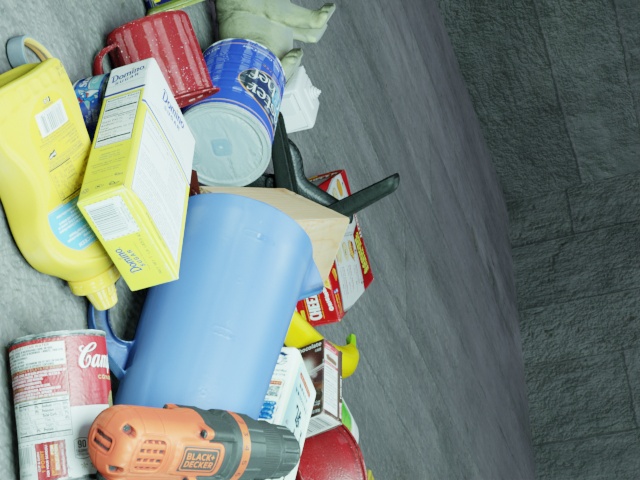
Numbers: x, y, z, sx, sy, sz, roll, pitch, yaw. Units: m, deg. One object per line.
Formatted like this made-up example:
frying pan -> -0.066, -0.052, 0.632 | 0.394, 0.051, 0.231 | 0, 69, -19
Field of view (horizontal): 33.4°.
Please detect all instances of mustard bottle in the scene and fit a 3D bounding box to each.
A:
mustard bottle -> -0.196, -0.033, 0.801 | 0.096, 0.058, 0.191 | -54, 130, -54

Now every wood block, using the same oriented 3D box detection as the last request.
wood block -> -0.058, 0.002, 1.101 | 0.205, 0.091, 0.090 | -6, 118, -69

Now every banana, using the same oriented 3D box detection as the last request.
banana -> -0.006, 0.113, 1.169 | 0.197, 0.037, 0.070 | 36, 21, -54

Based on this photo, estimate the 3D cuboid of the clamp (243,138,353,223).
clamp -> -0.055, -0.058, 1.259 | 0.171, 0.120, 0.039 | 53, 5, -6

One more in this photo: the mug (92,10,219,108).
mug -> -0.160, -0.161, 0.994 | 0.117, 0.093, 0.081 | -22, 95, -36

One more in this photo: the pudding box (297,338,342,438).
pudding box -> -0.031, 0.162, 1.105 | 0.039, 0.114, 0.090 | 42, 36, -40

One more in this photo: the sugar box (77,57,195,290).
sugar box -> -0.139, -0.055, 0.831 | 0.176, 0.048, 0.093 | -94, 165, -51

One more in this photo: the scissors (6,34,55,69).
scissors -> -0.204, -0.087, 0.896 | 0.201, 0.016, 0.096 | 58, 27, -48

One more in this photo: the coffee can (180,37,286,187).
coffee can -> -0.095, -0.137, 1.135 | 0.140, 0.103, 0.103 | -82, 153, -51

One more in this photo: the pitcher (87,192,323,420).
pitcher -> -0.105, 0.087, 0.876 | 0.145, 0.149, 0.242 | 58, 38, -46

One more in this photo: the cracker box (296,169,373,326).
cracker box -> 0.000, 0.007, 1.395 | 0.213, 0.072, 0.164 | -42, 119, -72

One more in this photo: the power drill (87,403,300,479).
power drill -> -0.103, 0.204, 0.735 | 0.184, 0.057, 0.188 | 18, 93, -47

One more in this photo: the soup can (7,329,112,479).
soup can -> -0.178, 0.118, 0.738 | 0.068, 0.069, 0.102 | 26, 54, -69

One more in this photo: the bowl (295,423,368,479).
bowl -> -0.013, 0.264, 1.101 | 0.055, 0.162, 0.162 | 4, 68, -28

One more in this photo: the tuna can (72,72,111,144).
tuna can -> -0.176, -0.098, 0.900 | 0.086, 0.034, 0.086 | -10, 90, -73

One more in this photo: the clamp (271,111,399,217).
clamp -> -0.029, -0.033, 1.223 | 0.164, 0.210, 0.036 | 35, 18, 8
